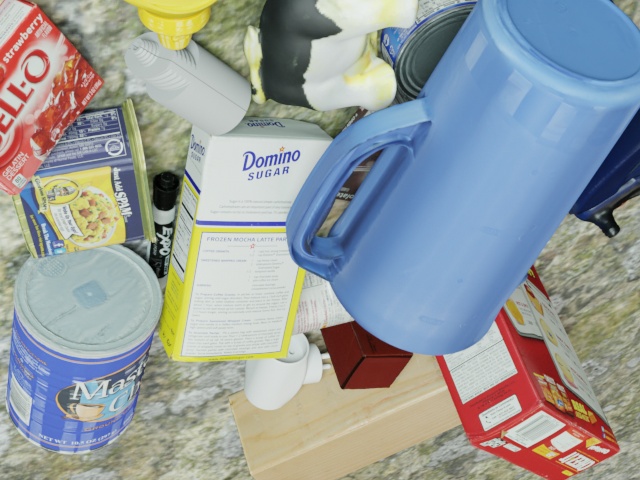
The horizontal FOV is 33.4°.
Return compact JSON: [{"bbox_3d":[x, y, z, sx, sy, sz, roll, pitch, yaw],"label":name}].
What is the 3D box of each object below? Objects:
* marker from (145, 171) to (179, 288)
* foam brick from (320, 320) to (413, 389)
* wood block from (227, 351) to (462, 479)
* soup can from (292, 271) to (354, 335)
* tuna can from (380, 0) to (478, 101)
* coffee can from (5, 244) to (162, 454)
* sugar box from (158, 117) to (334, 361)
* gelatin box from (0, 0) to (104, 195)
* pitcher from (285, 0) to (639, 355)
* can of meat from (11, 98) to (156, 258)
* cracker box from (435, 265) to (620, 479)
[{"bbox_3d":[-0.117,-0.006,0.784,0.020,0.020,0.121,-8,143,-20],"label":"marker"},{"bbox_3d":[0.038,0.084,0.939,0.052,0.078,0.051,2,140,-27],"label":"foam brick"},{"bbox_3d":[0.029,0.160,1.027,0.206,0.090,0.090,-25,145,6],"label":"wood block"},{"bbox_3d":[-0.024,0.042,0.857,0.102,0.068,0.068,-12,145,-15],"label":"soup can"},{"bbox_3d":[0.084,-0.132,0.708,0.086,0.034,0.086,-14,145,-11],"label":"tuna can"},{"bbox_3d":[-0.179,0.080,0.794,0.102,0.103,0.140,-5,142,-23],"label":"coffee can"},{"bbox_3d":[-0.055,0.001,0.753,0.093,0.048,0.176,1,115,-26],"label":"sugar box"},{"bbox_3d":[-0.174,-0.081,0.605,0.089,0.030,0.073,-55,146,-12],"label":"gelatin box"},{"bbox_3d":[0.091,-0.045,0.668,0.149,0.145,0.243,-40,164,-41],"label":"pitcher"},{"bbox_3d":[-0.155,-0.037,0.690,0.084,0.057,0.102,-11,144,-11],"label":"can of meat"},{"bbox_3d":[0.143,0.076,0.863,0.072,0.214,0.164,-34,144,20],"label":"cracker box"}]
